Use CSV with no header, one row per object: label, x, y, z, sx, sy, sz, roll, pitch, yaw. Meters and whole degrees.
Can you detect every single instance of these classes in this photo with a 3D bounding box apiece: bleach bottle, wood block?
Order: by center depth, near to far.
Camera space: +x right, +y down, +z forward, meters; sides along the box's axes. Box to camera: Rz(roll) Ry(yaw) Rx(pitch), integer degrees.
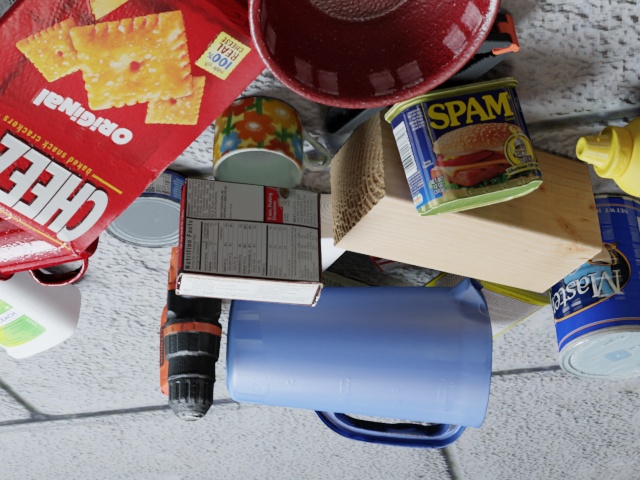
wood block,0.120,-0.031,0.895,0.205,0.090,0.091,12,147,-22
bleach bottle,-0.349,0.029,1.008,0.103,0.068,0.250,-22,141,29

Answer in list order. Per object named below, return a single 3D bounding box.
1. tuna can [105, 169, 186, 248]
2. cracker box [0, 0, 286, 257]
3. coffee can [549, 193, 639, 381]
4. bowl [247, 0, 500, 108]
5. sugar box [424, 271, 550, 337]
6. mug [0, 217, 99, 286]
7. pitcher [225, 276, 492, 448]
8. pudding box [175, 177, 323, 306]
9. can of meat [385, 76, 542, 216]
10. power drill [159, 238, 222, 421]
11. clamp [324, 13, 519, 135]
tuna can,-0.150,-0.028,0.943,0.086,0.034,0.086,-1,149,-1
cracker box,-0.153,-0.108,0.692,0.214,0.072,0.164,-44,137,10
coffee can,0.260,0.043,0.973,0.103,0.140,0.103,-1,149,-1
bowl,0.031,-0.164,0.683,0.162,0.055,0.162,-6,136,-6
sugar box,0.147,0.073,1.112,0.093,0.048,0.177,18,147,-26
mug,-0.237,-0.008,0.913,0.081,0.093,0.117,-10,124,6
pitcher,0.036,0.112,1.004,0.243,0.149,0.145,3,164,1
pudding box,-0.055,0.001,0.837,0.113,0.090,0.039,5,149,-9
can of meat,0.109,-0.069,0.803,0.102,0.084,0.057,-12,171,-19
power drill,-0.125,0.096,1.027,0.057,0.184,0.188,5,158,-9
clamp,0.053,-0.129,0.771,0.172,0.039,0.120,-21,162,23
